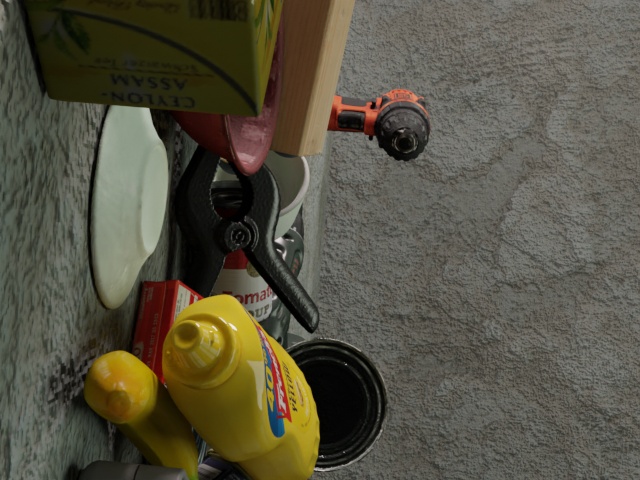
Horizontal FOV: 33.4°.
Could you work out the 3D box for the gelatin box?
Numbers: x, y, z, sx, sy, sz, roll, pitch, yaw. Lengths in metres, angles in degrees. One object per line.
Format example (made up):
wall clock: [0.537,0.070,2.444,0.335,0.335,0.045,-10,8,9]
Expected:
gelatin box: [-0.090,0.075,0.704,0.089,0.030,0.073,44,47,-56]

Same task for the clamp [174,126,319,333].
clamp: [-0.055,0.001,0.782,0.039,0.120,0.171,15,-77,60]

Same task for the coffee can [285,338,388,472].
coffee can: [-0.005,0.139,0.883,0.140,0.102,0.103,117,-21,-77]

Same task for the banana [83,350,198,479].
banana: [-0.097,0.098,0.598,0.037,0.070,0.198,-42,154,-13]

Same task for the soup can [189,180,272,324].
soup can: [-0.070,0.010,0.844,0.068,0.068,0.102,-75,169,-71]

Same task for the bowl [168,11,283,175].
bowl: [-0.067,-0.125,0.704,0.162,0.055,0.162,4,90,-80]

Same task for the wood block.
wood block: [-0.027,-0.175,0.820,0.090,0.091,0.206,-30,132,-77]

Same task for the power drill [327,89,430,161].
power drill: [0.010,-0.113,1.005,0.184,0.187,0.057,-78,174,-76]

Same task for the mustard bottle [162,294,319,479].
mustard bottle: [-0.049,0.085,0.633,0.191,0.058,0.096,60,15,-65]
